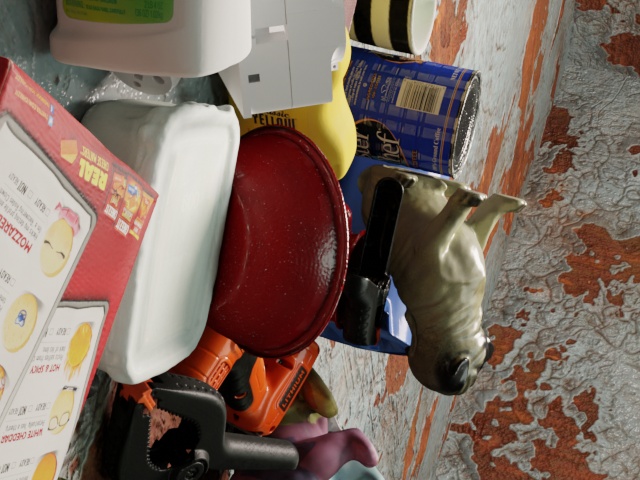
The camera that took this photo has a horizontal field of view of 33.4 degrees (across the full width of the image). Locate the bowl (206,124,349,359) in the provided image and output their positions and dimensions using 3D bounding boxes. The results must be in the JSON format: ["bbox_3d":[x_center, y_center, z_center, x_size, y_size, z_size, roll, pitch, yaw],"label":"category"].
[{"bbox_3d":[-0.055,0.001,0.715,0.055,0.162,0.162,1,106,-41],"label":"bowl"}]

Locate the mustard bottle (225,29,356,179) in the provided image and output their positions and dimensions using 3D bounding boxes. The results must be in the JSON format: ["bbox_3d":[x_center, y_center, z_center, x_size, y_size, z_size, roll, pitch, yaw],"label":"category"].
[{"bbox_3d":[-0.026,-0.124,0.737,0.191,0.096,0.058,85,25,-51],"label":"mustard bottle"}]

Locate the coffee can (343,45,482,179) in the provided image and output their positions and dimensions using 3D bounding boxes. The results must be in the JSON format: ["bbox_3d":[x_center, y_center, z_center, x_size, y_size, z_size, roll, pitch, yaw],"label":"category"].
[{"bbox_3d":[0.070,-0.122,0.999,0.102,0.140,0.103,15,90,-75],"label":"coffee can"}]

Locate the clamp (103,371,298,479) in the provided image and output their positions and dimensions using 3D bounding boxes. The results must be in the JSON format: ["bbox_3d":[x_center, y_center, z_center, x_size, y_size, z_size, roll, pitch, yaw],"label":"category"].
[{"bbox_3d":[-0.108,0.166,0.771,0.164,0.036,0.210,-42,142,-12],"label":"clamp"}]

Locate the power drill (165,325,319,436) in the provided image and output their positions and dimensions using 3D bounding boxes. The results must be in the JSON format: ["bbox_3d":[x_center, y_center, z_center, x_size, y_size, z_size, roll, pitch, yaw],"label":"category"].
[{"bbox_3d":[-0.049,0.069,0.871,0.184,0.057,0.187,-56,156,-19],"label":"power drill"}]

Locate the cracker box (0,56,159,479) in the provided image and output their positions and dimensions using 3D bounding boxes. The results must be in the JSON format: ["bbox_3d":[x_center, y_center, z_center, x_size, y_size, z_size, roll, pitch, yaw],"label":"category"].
[{"bbox_3d":[-0.161,0.043,0.463,0.164,0.072,0.213,53,54,-70],"label":"cracker box"}]

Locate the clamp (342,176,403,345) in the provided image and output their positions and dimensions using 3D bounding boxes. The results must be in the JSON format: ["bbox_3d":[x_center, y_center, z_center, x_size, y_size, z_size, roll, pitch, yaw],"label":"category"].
[{"bbox_3d":[0.044,0.028,0.923,0.171,0.039,0.120,90,25,-60],"label":"clamp"}]

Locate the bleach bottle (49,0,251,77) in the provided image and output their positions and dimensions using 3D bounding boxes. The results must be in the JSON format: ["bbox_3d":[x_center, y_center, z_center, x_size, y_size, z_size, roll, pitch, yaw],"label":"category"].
[{"bbox_3d":[-0.085,-0.206,0.489,0.068,0.103,0.251,-40,135,-55],"label":"bleach bottle"}]
